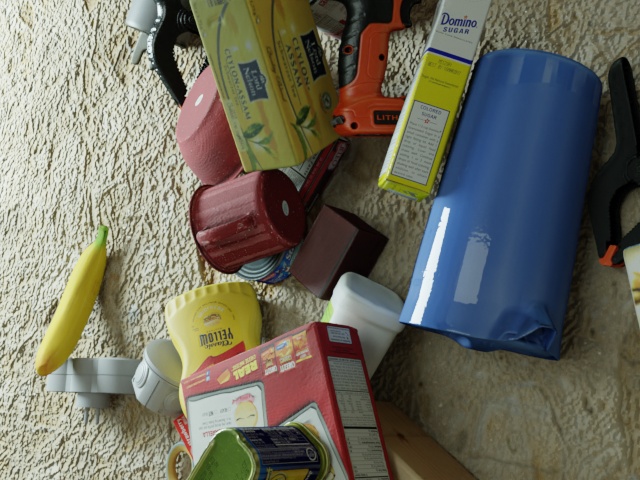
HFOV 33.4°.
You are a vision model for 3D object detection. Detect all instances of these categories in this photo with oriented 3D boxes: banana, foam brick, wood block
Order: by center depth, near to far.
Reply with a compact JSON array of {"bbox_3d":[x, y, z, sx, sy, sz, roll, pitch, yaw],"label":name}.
[{"bbox_3d":[0.083,0.232,0.901,0.206,0.090,0.090,40,107,37],"label":"wood block"},{"bbox_3d":[0.017,0.014,1.025,0.051,0.052,0.078,36,102,37],"label":"foam brick"},{"bbox_3d":[-0.286,0.077,1.227,0.037,0.070,0.197,11,58,5],"label":"banana"}]

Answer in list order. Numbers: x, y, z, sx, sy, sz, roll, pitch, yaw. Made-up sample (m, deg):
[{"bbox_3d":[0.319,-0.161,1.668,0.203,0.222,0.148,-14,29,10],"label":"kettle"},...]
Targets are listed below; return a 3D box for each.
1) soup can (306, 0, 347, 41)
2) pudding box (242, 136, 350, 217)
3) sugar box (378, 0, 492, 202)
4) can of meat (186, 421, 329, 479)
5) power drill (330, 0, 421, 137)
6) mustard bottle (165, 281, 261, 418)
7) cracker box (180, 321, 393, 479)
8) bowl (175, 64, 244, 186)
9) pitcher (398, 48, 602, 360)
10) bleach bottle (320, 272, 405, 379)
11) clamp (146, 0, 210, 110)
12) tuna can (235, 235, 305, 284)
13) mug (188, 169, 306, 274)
[{"bbox_3d":[0.010,-0.240,1.052,0.069,0.102,0.068,-9,75,37],"label":"soup can"},{"bbox_3d":[-0.034,-0.091,1.097,0.114,0.039,0.090,39,104,35],"label":"pudding box"},{"bbox_3d":[0.097,-0.124,0.907,0.048,0.093,0.176,20,89,0],"label":"sugar box"},{"bbox_3d":[-0.054,0.189,0.813,0.057,0.083,0.102,41,108,35],"label":"can of meat"},{"bbox_3d":[0.077,-0.189,0.981,0.057,0.184,0.187,-175,83,-83],"label":"power drill"},{"bbox_3d":[-0.093,0.136,1.052,0.096,0.058,0.191,-13,57,-3],"label":"mustard bottle"},{"bbox_3d":[-0.023,0.194,0.889,0.164,0.072,0.214,-27,67,33],"label":"cracker box"},{"bbox_3d":[-0.104,-0.132,1.109,0.162,0.055,0.162,-44,32,37],"label":"bowl"},{"bbox_3d":[0.150,-0.028,0.889,0.149,0.145,0.243,12,84,19],"label":"pitcher"},{"bbox_3d":[-0.005,0.157,0.985,0.068,0.102,0.251,26,101,-4],"label":"bleach bottle"},{"bbox_3d":[-0.152,-0.248,1.173,0.036,0.164,0.210,-154,72,-73],"label":"clamp"},{"bbox_3d":[-0.057,0.001,1.098,0.086,0.033,0.086,-9,75,37],"label":"tuna can"},{"bbox_3d":[-0.072,-0.019,1.021,0.082,0.117,0.093,-18,93,29],"label":"mug"}]
